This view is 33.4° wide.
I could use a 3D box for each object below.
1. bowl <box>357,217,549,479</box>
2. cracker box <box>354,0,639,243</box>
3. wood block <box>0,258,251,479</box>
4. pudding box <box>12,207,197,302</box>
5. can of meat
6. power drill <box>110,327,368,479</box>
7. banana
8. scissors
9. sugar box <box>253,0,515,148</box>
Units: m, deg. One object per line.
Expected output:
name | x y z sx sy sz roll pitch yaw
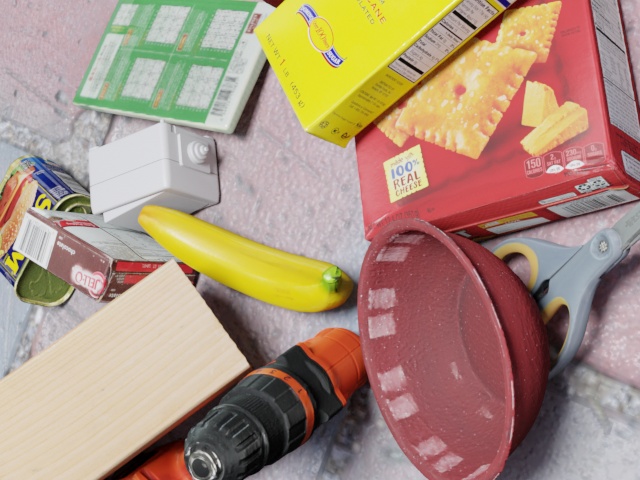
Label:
bowl | 0.083 0.062 0.622 0.162 0.055 0.162 38 134 54
cracker box | 0.100 -0.113 0.660 0.164 0.072 0.214 -15 71 32
wood block | -0.155 0.112 0.719 0.206 0.090 0.091 -36 85 -8
pudding box | -0.162 0.012 0.810 0.114 0.089 0.039 28 103 36
can of meat | -0.233 -0.010 0.888 0.084 0.057 0.102 37 102 38
power drill | -0.066 0.136 0.675 0.188 0.184 0.057 -38 83 31
banana | -0.045 0.014 0.743 0.198 0.069 0.037 15 57 39
scissors | 0.148 -0.004 0.600 0.096 0.016 0.202 58 134 40
sugar box | 0.047 -0.146 0.633 0.176 0.048 0.093 -41 57 24
